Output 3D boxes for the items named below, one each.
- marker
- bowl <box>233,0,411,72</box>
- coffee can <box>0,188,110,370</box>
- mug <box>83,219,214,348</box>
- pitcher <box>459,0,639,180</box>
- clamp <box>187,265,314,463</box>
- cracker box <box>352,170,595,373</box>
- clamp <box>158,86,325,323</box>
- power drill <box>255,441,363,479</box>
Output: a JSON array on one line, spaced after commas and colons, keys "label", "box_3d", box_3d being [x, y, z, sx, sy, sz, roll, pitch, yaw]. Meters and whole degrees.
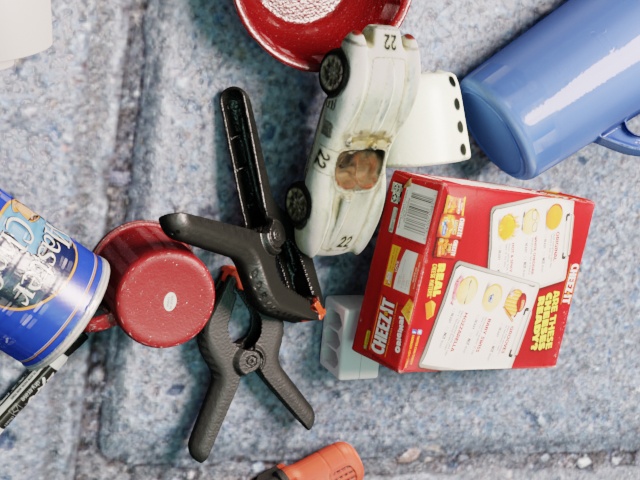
[{"label": "marker", "box_3d": [-0.234, 0.114, 0.874, 0.121, 0.020, 0.020, -48, 116, -5]}, {"label": "bowl", "box_3d": [-0.005, -0.219, 0.862, 0.161, 0.055, 0.162, -6, 106, -22]}, {"label": "coffee can", "box_3d": [-0.244, 0.018, 0.798, 0.140, 0.103, 0.103, 39, 87, -26]}, {"label": "mug", "box_3d": [-0.145, 0.042, 0.858, 0.117, 0.082, 0.093, -23, 111, -16]}, {"label": "pitcher", "box_3d": [0.253, -0.151, 0.946, 0.242, 0.149, 0.145, -34, 126, -8]}, {"label": "clamp", "box_3d": [-0.058, 0.106, 0.937, 0.120, 0.039, 0.171, -4, 104, -33]}, {"label": "cracker box", "box_3d": [0.139, 0.030, 0.952, 0.213, 0.072, 0.164, 4, 102, -42]}, {"label": "clamp", "box_3d": [-0.056, 0.001, 0.873, 0.210, 0.036, 0.164, 63, 34, -30]}, {"label": "power drill", "box_3d": [-0.024, 0.300, 0.991, 0.184, 0.057, 0.187, -24, 112, -16]}]
